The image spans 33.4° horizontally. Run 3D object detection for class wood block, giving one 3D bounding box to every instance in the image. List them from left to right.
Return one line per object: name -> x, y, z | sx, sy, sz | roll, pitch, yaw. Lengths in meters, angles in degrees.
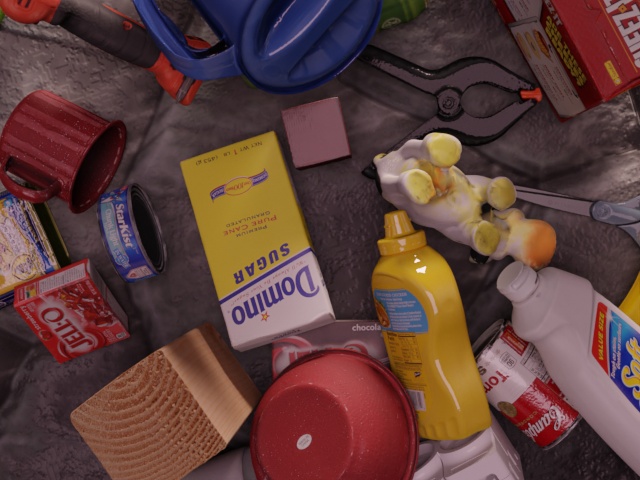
wood block -> -0.121, 0.138, 0.894 | 0.090, 0.206, 0.091 | -36, 89, 4

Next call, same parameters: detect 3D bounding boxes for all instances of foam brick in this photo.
foam brick -> -0.002, -0.093, 0.943 | 0.051, 0.078, 0.053 | -13, 91, 3

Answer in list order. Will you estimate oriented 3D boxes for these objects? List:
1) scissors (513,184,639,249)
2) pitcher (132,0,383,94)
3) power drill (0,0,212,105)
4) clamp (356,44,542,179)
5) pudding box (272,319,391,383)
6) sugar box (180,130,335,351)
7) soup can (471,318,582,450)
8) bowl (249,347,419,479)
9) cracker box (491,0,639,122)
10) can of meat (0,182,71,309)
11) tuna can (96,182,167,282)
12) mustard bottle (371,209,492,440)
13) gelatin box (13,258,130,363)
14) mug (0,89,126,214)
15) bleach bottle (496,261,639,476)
scissors -> 0.267, -0.040, 0.954 | 0.202, 0.016, 0.096 | 28, 96, 2
pitcher -> -0.074, -0.234, 0.868 | 0.243, 0.148, 0.145 | 50, 122, 33
power drill -> -0.191, -0.188, 0.921 | 0.187, 0.184, 0.057 | 23, 102, -21
clamp -> 0.107, -0.131, 0.952 | 0.171, 0.039, 0.120 | -14, 100, 5
pudding box -> 0.012, 0.117, 0.967 | 0.113, 0.039, 0.090 | -2, 90, 4
sugar box -> -0.056, 0.001, 0.948 | 0.093, 0.048, 0.176 | -19, 75, 4
soup can -> 0.179, 0.125, 0.940 | 0.102, 0.068, 0.068 | 41, 94, 1
bowl -> -0.002, 0.167, 0.891 | 0.162, 0.055, 0.162 | -7, 75, 27
cracker box -> 0.199, -0.187, 0.856 | 0.072, 0.213, 0.164 | -29, 90, 4
can of meat -> -0.284, 0.006, 0.977 | 0.084, 0.057, 0.102 | -24, 91, 2
tuna can -> -0.168, -0.006, 0.954 | 0.034, 0.086, 0.086 | -17, 90, 6
mustard bottle -> 0.085, 0.068, 0.901 | 0.058, 0.096, 0.191 | -17, 96, -25
gelatin box -> -0.223, 0.066, 0.964 | 0.073, 0.030, 0.089 | -21, 133, 3
mug -> -0.237, -0.075, 0.947 | 0.081, 0.117, 0.093 | 27, 138, 8
bleach bottle -> 0.238, 0.111, 0.888 | 0.250, 0.068, 0.102 | 40, 59, -17
